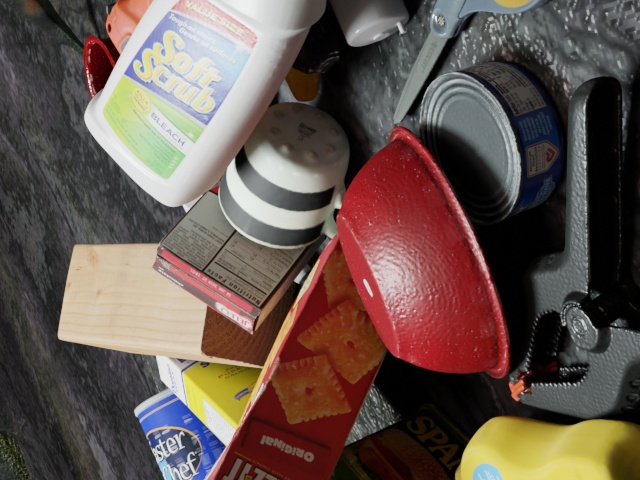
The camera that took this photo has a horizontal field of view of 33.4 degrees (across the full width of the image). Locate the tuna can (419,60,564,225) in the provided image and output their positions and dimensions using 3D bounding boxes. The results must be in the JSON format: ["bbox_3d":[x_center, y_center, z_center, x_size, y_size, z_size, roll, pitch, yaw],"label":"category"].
[{"bbox_3d":[0.093,-0.054,0.583,0.086,0.033,0.086,42,143,44],"label":"tuna can"}]

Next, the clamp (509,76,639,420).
[{"bbox_3d":[0.141,0.026,0.541,0.164,0.036,0.210,62,155,13],"label":"clamp"}]

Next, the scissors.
[{"bbox_3d":[0.083,-0.116,0.580,0.096,0.016,0.202,51,148,34],"label":"scissors"}]

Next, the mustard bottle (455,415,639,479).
[{"bbox_3d":[0.134,0.143,0.607,0.096,0.058,0.192,48,157,-12],"label":"mustard bottle"}]

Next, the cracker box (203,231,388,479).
[{"bbox_3d":[-0.020,0.120,0.727,0.072,0.213,0.164,28,146,1],"label":"cracker box"}]

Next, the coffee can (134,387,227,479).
[{"bbox_3d":[-0.117,0.217,1.099,0.140,0.102,0.103,64,153,12],"label":"coffee can"}]

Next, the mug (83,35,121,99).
[{"bbox_3d":[-0.146,-0.137,0.932,0.117,0.081,0.093,44,144,43],"label":"mug"}]

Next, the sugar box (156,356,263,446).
[{"bbox_3d":[-0.072,0.128,0.961,0.176,0.093,0.048,32,135,51],"label":"sugar box"}]

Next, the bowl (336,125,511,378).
[{"bbox_3d":[0.052,0.017,0.633,0.162,0.055,0.162,158,90,-84],"label":"bowl"}]

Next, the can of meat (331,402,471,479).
[{"bbox_3d":[0.066,0.170,0.733,0.102,0.083,0.057,42,142,45],"label":"can of meat"}]

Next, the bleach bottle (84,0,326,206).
[{"bbox_3d":[-0.064,-0.122,0.632,0.102,0.068,0.251,47,143,5],"label":"bleach bottle"}]

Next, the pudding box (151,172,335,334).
[{"bbox_3d":[-0.055,0.001,0.787,0.090,0.113,0.039,33,145,7],"label":"pudding box"}]

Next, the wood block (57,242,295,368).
[{"bbox_3d":[-0.128,0.055,0.920,0.207,0.090,0.090,-1,77,45],"label":"wood block"}]
